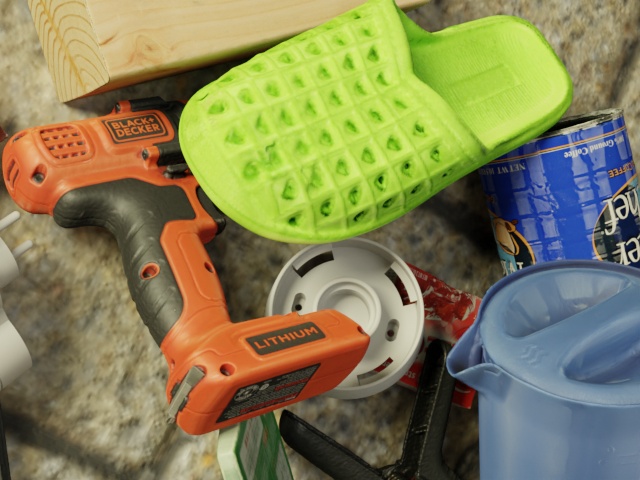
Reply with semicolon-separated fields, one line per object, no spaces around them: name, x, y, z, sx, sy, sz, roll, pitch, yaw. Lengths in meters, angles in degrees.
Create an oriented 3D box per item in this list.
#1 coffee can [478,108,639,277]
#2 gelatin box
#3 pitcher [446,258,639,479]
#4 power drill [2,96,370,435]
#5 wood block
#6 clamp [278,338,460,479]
coffee can;0.168;-0.008;0.719;0.102;0.103;0.140;-19;98;-29
gelatin box;0.071;0.063;0.704;0.089;0.030;0.073;26;78;-26
pitcher;0.168;0.142;0.654;0.144;0.149;0.243;-37;136;-40
power drill;-0.054;0.001;0.573;0.184;0.057;0.188;-15;59;-35
wood block;-0.052;-0.149;0.605;0.205;0.090;0.091;-20;99;-28
clamp;0.041;0.155;0.674;0.120;0.039;0.171;-13;105;-11
